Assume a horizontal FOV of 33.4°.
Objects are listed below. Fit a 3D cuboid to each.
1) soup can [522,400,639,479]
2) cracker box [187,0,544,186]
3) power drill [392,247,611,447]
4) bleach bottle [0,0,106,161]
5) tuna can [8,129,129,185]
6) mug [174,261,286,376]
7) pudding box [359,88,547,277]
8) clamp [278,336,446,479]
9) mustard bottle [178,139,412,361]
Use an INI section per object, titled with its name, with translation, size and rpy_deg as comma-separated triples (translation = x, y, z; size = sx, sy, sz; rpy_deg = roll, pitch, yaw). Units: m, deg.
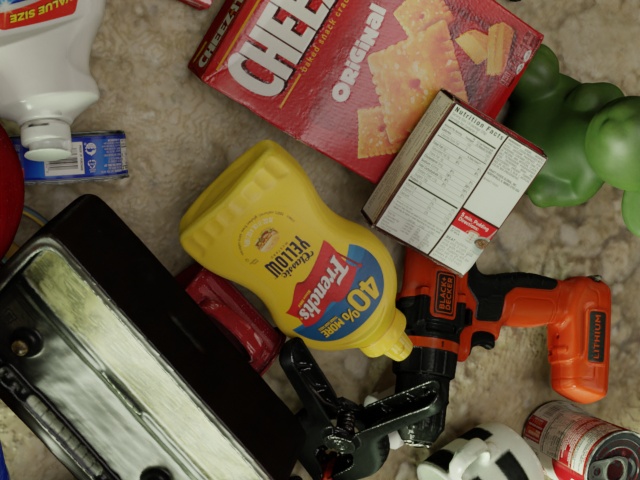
[soup can]
translation = 0.224, 0.179, 0.899
size = 0.068, 0.102, 0.068
rpy_deg = -3, 98, -20
[cracker box]
translation = 0.036, -0.139, 0.793
size = 0.213, 0.072, 0.164
rpy_deg = 29, 98, -22
[power drill]
translation = 0.145, 0.083, 0.864
size = 0.187, 0.057, 0.184
rpy_deg = 12, 77, -24
[bleach bottle]
translation = -0.175, -0.176, 0.689
size = 0.102, 0.068, 0.251
rpy_deg = -3, 80, -17
[tuna can]
translation = -0.175, -0.057, 0.733
size = 0.086, 0.086, 0.034
rpy_deg = -5, 97, -19
[mug]
translation = -0.080, 0.068, 0.770
size = 0.081, 0.117, 0.093
rpy_deg = 48, 67, -14
[pudding box]
translation = 0.097, -0.041, 0.782
size = 0.090, 0.039, 0.113
rpy_deg = 29, 102, -20
[clamp]
translation = 0.028, 0.138, 0.798
size = 0.120, 0.171, 0.039
rpy_deg = 16, 53, 12
[mustard bottle]
translation = -0.003, 0.023, 0.761
size = 0.096, 0.058, 0.191
rpy_deg = -44, 112, 9
